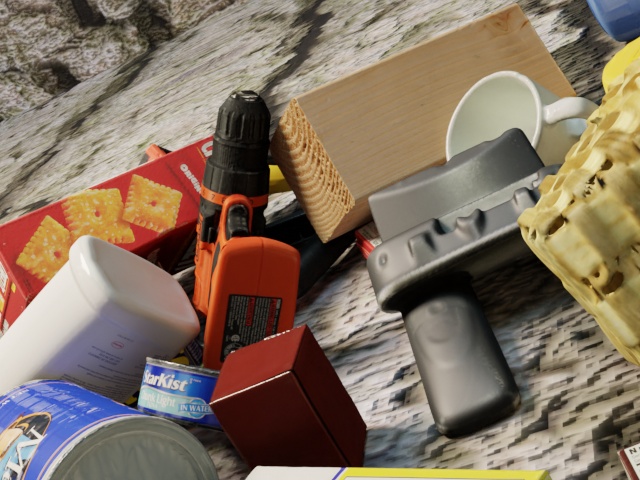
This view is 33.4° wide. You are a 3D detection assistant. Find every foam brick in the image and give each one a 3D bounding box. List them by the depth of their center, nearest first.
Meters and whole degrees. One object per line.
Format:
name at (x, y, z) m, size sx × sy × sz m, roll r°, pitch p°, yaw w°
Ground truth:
foam brick at (-0.016, 0.095, 0.580) m, size 0.053 × 0.078 × 0.051 m, roll -22°, pitch 22°, yaw 18°

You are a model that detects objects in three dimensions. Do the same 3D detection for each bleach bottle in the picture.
bleach bottle at (-0.199, 0.111, 0.709) m, size 0.251 × 0.102 × 0.068 m, roll -43°, pitch 51°, yaw 13°

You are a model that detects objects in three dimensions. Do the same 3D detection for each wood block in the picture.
wood block at (0.076, -0.090, 0.814) m, size 0.205 × 0.091 × 0.090 m, roll -26°, pitch -11°, yaw -22°

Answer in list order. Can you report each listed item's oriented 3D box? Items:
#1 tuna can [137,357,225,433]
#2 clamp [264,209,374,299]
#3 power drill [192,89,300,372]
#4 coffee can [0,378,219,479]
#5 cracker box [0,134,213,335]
tuna can at (-0.066, 0.095, 0.642) m, size 0.086 × 0.086 × 0.034 m, roll 1°, pitch 78°, yaw 55°
clamp at (0.021, -0.025, 0.893) m, size 0.209 × 0.036 × 0.165 m, roll -35°, pitch 20°, yaw -16°
power drill at (-0.055, 0.001, 0.757) m, size 0.057 × 0.184 × 0.188 m, roll 3°, pitch 22°, yaw -10°
coffee can at (-0.132, 0.137, 0.594) m, size 0.102 × 0.103 × 0.141 m, roll -38°, pitch 21°, yaw -26°
cracker box at (-0.171, 0.004, 0.901) m, size 0.213 × 0.072 × 0.164 m, roll -26°, pitch -9°, yaw -26°
